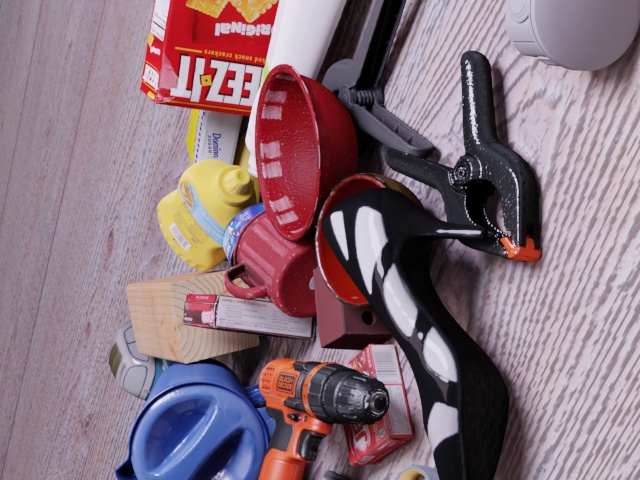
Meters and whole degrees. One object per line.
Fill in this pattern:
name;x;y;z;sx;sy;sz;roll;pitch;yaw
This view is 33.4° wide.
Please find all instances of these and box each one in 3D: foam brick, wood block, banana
foam brick;0.030;0.055;0.959;0.051;0.052;0.078;-37;55;57
wood block;-0.155;0.085;1.248;0.206;0.090;0.090;173;86;-67
banana;-0.080;-0.045;1.207;0.070;0.037;0.198;14;99;63

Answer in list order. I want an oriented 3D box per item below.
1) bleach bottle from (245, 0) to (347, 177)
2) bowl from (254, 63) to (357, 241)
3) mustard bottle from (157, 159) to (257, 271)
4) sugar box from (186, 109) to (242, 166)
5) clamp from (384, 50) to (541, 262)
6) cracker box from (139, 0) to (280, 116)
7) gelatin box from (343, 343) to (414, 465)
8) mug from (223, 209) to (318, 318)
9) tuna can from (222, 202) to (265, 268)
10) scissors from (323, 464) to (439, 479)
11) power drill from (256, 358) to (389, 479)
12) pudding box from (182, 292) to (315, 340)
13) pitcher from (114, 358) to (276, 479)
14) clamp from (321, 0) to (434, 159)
bleach bottle;-0.026;-0.180;1.061;0.102;0.068;0.251;-90;17;-61
bowl;-0.009;-0.081;0.980;0.162;0.055;0.162;175;90;-67
mustard bottle;-0.115;-0.035;1.144;0.096;0.058;0.192;55;151;2
sugar box;-0.128;-0.133;1.259;0.176;0.048;0.093;-113;34;-70
clamp;0.109;-0.047;0.814;0.120;0.039;0.171;-47;49;42
cracker box;-0.084;-0.239;1.099;0.072;0.164;0.214;-135;54;-59
gelatin box;0.045;0.146;0.942;0.073;0.030;0.089;-48;45;51
mug;-0.037;0.027;1.032;0.082;0.117;0.093;39;141;53
tuna can;-0.057;0.001;1.099;0.034;0.086;0.086;62;140;40
scissors;0.055;0.214;0.931;0.202;0.016;0.096;38;118;59
power drill;-0.013;0.196;0.924;0.185;0.057;0.187;-2;71;63
pudding box;-0.073;0.078;1.094;0.090;0.113;0.039;-2;82;63
pitcher;-0.117;0.189;1.116;0.243;0.149;0.145;-153;85;-83
clamp;0.039;-0.140;0.979;0.210;0.036;0.164;169;99;-65
